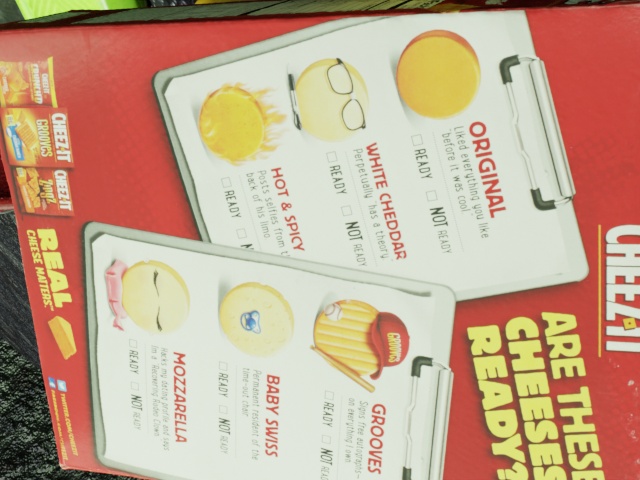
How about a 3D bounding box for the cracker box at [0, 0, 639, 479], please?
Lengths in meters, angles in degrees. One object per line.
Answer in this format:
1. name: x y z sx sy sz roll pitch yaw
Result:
1. cracker box: 0.006 0.002 0.356 0.214 0.072 0.164 2 110 21
